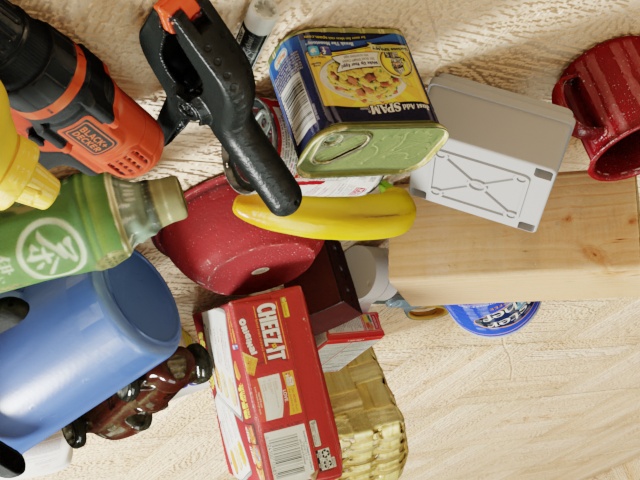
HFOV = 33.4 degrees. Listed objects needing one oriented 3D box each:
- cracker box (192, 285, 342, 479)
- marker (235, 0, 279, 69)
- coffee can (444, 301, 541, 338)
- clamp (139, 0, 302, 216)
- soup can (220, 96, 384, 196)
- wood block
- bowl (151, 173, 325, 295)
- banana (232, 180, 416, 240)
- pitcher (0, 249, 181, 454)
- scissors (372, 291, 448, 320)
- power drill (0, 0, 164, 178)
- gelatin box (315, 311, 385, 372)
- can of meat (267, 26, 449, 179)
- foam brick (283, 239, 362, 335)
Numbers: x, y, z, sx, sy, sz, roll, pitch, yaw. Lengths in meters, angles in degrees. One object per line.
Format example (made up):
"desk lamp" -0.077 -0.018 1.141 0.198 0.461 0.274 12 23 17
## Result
"cracker box" -0.052 0.132 0.961 0.072 0.164 0.214 -12 177 -15
"marker" -0.053 -0.110 0.687 0.020 0.020 0.121 -6 154 -26
"coffee can" 0.158 0.030 1.042 0.103 0.103 0.140 -23 156 10
"clamp" -0.061 -0.081 0.645 0.039 0.120 0.171 -55 165 -21
"soup can" -0.010 -0.065 0.756 0.102 0.068 0.069 -1 151 -36
"wood block" 0.169 0.000 0.919 0.206 0.090 0.090 -4 160 18
"bowl" -0.056 0.001 0.884 0.162 0.055 0.162 -15 157 -7
"banana" 0.019 -0.021 0.829 0.070 0.037 0.197 14 -167 37
"pitcher" -0.245 0.095 0.879 0.243 0.145 0.149 -31 174 18
"scissors" 0.099 0.057 1.167 0.096 0.016 0.201 -32 153 24
"power drill" -0.210 -0.060 0.634 0.188 0.057 0.184 -24 150 15
"gelatin box" 0.008 0.102 1.046 0.073 0.030 0.089 -1 152 -38
"can of meat" 0.022 -0.092 0.701 0.101 0.084 0.058 -5 153 -29
"foam brick" -0.002 0.038 0.975 0.051 0.078 0.053 -22 156 13
